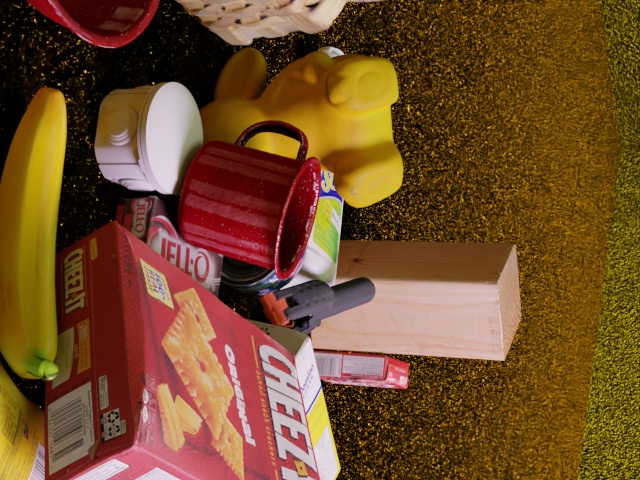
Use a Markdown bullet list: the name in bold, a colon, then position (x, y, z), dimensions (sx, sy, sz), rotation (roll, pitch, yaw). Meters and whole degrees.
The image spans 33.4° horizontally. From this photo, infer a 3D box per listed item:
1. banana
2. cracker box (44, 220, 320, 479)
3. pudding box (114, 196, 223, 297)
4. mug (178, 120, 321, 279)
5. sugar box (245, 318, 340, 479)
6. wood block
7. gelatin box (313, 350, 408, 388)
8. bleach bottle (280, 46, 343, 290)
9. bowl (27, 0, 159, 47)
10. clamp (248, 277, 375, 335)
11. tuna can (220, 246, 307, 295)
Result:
- **banana**: position (-0.170, 0.003, 0.639), dimensions (0.037, 0.070, 0.198), rotation (19, 51, -41)
- **cracker box**: position (-0.083, 0.110, 0.694), dimensions (0.213, 0.072, 0.164), rotation (42, 26, -45)
- **pudding box**: position (-0.117, 0.026, 0.808), dimensions (0.113, 0.039, 0.090), rotation (40, 54, -62)
- **mug**: position (-0.049, -0.037, 0.788), dimensions (0.093, 0.081, 0.117), rotation (68, 40, -69)
- **sugar box**: position (-0.043, 0.142, 0.899), dimensions (0.048, 0.093, 0.176), rotation (-56, 148, -42)
- **wood block**: position (0.093, 0.058, 1.095), dimensions (0.090, 0.206, 0.090), rotation (-51, 137, -55)
- **gelatin box**: position (0.041, 0.138, 1.127), dimensions (0.073, 0.089, 0.030), rotation (31, 63, -64)
- **bleach bottle**: position (-0.010, -0.078, 1.031), dimensions (0.102, 0.068, 0.251), rotation (49, 45, -58)
- **bowl**: position (-0.160, -0.202, 0.671), dimensions (0.162, 0.055, 0.162), rotation (2, 90, -67)
- **clamp**: position (-0.009, 0.060, 0.939), dimensions (0.039, 0.120, 0.171), rotation (54, -1, 11)
- **tuna can**: position (-0.056, 0.001, 0.893), dimensions (0.033, 0.086, 0.086), rotation (28, 66, -63)
